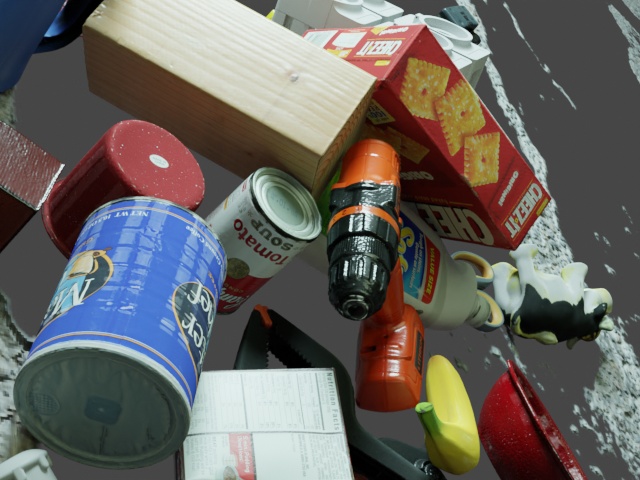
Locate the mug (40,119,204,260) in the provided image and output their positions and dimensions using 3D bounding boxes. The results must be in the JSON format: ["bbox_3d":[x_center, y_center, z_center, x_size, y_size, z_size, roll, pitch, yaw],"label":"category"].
[{"bbox_3d":[-0.129,-0.021,0.749,0.093,0.082,0.117,-11,64,-54],"label":"mug"}]

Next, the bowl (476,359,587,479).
[{"bbox_3d":[0.178,0.183,0.896,0.162,0.055,0.162,56,9,-14],"label":"bowl"}]

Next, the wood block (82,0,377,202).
[{"bbox_3d":[-0.072,-0.121,0.830,0.206,0.090,0.090,30,63,8],"label":"wood block"}]

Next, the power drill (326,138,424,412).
[{"bbox_3d":[0.043,0.042,0.814,0.184,0.057,0.187,-78,164,-50],"label":"power drill"}]

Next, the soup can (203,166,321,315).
[{"bbox_3d":[-0.055,0.001,0.795,0.068,0.102,0.068,31,36,-26],"label":"soup can"}]

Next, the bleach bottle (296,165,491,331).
[{"bbox_3d":[0.058,0.004,0.945,0.250,0.068,0.102,31,70,-28],"label":"bleach bottle"}]

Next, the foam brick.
[{"bbox_3d":[-0.207,-0.026,0.666,0.051,0.078,0.053,37,36,-19],"label":"foam brick"}]

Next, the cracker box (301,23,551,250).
[{"bbox_3d":[0.077,-0.088,0.932,0.072,0.164,0.213,-53,123,-18],"label":"cracker box"}]

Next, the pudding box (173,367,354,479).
[{"bbox_3d":[-0.040,0.129,0.695,0.113,0.039,0.090,2,47,-13],"label":"pudding box"}]

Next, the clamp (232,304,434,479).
[{"bbox_3d":[-0.015,0.137,0.745,0.164,0.036,0.210,-14,56,-34],"label":"clamp"}]

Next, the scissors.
[{"bbox_3d":[0.113,0.051,1.025,0.201,0.016,0.096,-7,65,-48],"label":"scissors"}]

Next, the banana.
[{"bbox_3d":[0.098,0.135,0.808,0.197,0.037,0.069,-26,104,-83],"label":"banana"}]

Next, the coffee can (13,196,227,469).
[{"bbox_3d":[-0.119,0.055,0.662,0.102,0.103,0.140,35,34,-20],"label":"coffee can"}]
